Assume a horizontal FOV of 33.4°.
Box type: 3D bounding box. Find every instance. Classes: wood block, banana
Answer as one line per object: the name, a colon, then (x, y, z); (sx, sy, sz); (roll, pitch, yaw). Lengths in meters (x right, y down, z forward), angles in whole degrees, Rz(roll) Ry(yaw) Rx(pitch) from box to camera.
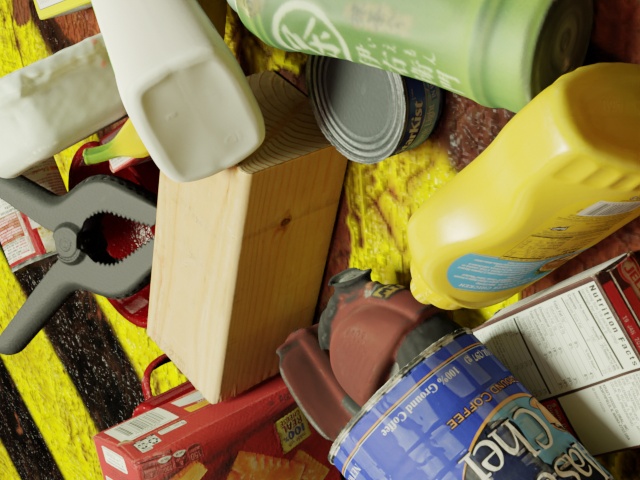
wood block: (-0.054, 0.001, 0.738); (0.090, 0.090, 0.206); (42, 137, 31)
banana: (-0.098, -0.137, 0.713); (0.037, 0.069, 0.198); (161, 126, -79)

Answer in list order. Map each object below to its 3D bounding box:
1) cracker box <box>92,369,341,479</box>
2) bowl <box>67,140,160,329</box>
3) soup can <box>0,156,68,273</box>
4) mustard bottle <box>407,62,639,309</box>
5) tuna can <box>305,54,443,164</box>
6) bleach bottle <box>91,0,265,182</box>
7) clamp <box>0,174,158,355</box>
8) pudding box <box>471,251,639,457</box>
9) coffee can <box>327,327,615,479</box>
cracker box: (-0.061, 0.215, 0.802); (0.072, 0.163, 0.214); (11, 117, 53)
bowl: (-0.146, -0.011, 0.884); (0.162, 0.055, 0.162); (30, 131, 42)
soup can: (-0.244, -0.032, 0.895); (0.069, 0.068, 0.102); (-21, 90, 55)
mustard bottle: (0.097, -0.012, 0.522); (0.192, 0.096, 0.058); (-46, 55, 54)
tuna can: (0.031, -0.090, 0.623); (0.086, 0.033, 0.086); (30, 130, 42)
bleach bottle: (-0.114, -0.157, 0.657); (0.251, 0.068, 0.102); (63, 178, 35)
clamp: (-0.188, 0.011, 0.821); (0.210, 0.036, 0.164); (0, 100, 25)
pudding box: (0.138, 0.067, 0.562); (0.114, 0.039, 0.090); (-33, 82, 53)
coffee can: (0.088, 0.129, 0.538); (0.140, 0.102, 0.103); (47, 141, 19)
